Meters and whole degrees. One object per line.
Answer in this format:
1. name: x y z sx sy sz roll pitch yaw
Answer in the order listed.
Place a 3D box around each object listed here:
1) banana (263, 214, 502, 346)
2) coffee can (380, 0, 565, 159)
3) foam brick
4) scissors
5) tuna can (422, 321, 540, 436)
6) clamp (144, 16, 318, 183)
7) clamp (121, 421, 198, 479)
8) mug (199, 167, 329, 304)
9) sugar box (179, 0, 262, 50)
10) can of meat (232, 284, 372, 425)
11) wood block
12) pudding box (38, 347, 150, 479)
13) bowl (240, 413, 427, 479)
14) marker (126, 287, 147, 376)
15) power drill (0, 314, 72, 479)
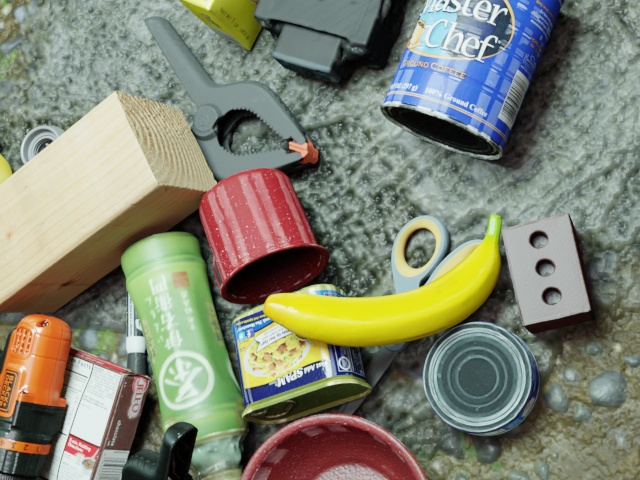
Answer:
1. banana: 0.058 0.044 0.807 0.197 0.037 0.070 -19 71 -10
2. coffee can: 0.120 -0.147 0.835 0.103 0.102 0.140 21 86 23
3. foam brick: 0.172 0.025 0.804 0.053 0.051 0.078 -15 73 16
4. scissors: 0.055 0.060 0.858 0.202 0.016 0.096 -41 66 7
5. tuna can: 0.122 0.105 0.813 0.086 0.033 0.086 -5 76 19
6. clamp: -0.102 -0.093 0.938 0.210 0.036 0.164 25 92 24
7. clamp: -0.107 0.207 0.827 0.039 0.172 0.120 -23 83 -31
8. mug: -0.056 0.001 0.881 0.117 0.093 0.081 -48 55 44
9. sugar box: -0.053 -0.265 0.929 0.048 0.093 0.176 29 89 22
10. can of meat: -0.018 0.091 0.848 0.102 0.057 0.084 -22 64 22
11. wood block: -0.201 -0.026 0.905 0.206 0.090 0.090 -34 72 23
12. pudding box: -0.200 0.155 0.905 0.090 0.039 0.113 15 85 36
13. bowl: 0.016 0.215 0.815 0.162 0.055 0.162 -5 76 19
14. marker: -0.161 0.067 0.933 0.020 0.020 0.121 -7 76 18
15. power drill: -0.297 0.146 0.920 0.188 0.057 0.184 7 80 37
